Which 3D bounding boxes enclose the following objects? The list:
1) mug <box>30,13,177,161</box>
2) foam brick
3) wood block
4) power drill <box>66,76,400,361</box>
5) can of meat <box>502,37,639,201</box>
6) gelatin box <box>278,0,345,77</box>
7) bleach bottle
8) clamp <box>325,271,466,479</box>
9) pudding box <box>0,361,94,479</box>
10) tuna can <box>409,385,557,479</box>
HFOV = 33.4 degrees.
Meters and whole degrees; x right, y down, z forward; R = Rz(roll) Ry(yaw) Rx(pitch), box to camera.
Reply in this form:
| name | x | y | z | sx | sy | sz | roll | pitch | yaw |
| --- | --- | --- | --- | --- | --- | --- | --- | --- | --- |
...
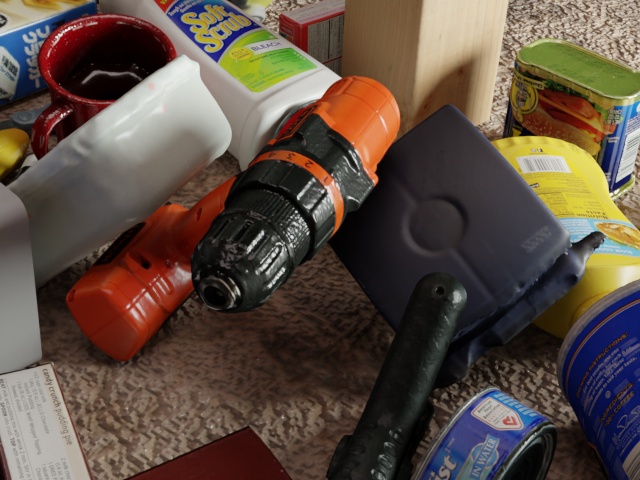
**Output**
| name | x | y | z | sx | sy | sz | roll | pitch | yaw |
| --- | --- | --- | --- | --- | --- | --- | --- | --- | --- |
| mug | -0.154 | -0.091 | 0.744 | 0.093 | 0.081 | 0.117 | 31 | 54 | 18 |
| foam brick | -0.052 | 0.130 | 0.483 | 0.078 | 0.053 | 0.051 | -19 | 41 | -27 |
| wood block | 0.079 | -0.184 | 0.786 | 0.090 | 0.206 | 0.091 | -22 | 43 | -30 |
| power drill | -0.054 | 0.001 | 0.564 | 0.188 | 0.057 | 0.184 | -28 | 15 | 39 |
| can of meat | 0.181 | -0.087 | 0.764 | 0.057 | 0.084 | 0.102 | -29 | 47 | -35 |
| gelatin box | 0.007 | -0.154 | 0.854 | 0.089 | 0.073 | 0.030 | -26 | 45 | -33 |
| bleach bottle | -0.095 | -0.147 | 0.812 | 0.102 | 0.068 | 0.251 | -27 | 55 | -37 |
| clamp | 0.025 | 0.109 | 0.498 | 0.039 | 0.120 | 0.171 | 20 | 61 | 18 |
| pudding box | -0.116 | 0.122 | 0.459 | 0.039 | 0.090 | 0.114 | -14 | 40 | -22 |
| tuna can | 0.073 | 0.112 | 0.487 | 0.034 | 0.086 | 0.086 | 29 | 44 | 28 |
